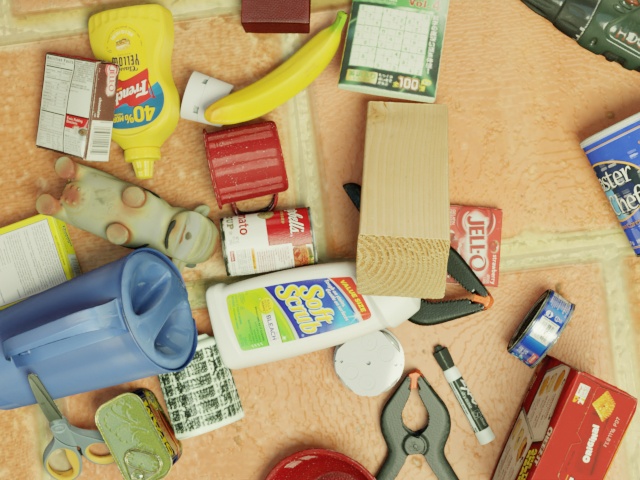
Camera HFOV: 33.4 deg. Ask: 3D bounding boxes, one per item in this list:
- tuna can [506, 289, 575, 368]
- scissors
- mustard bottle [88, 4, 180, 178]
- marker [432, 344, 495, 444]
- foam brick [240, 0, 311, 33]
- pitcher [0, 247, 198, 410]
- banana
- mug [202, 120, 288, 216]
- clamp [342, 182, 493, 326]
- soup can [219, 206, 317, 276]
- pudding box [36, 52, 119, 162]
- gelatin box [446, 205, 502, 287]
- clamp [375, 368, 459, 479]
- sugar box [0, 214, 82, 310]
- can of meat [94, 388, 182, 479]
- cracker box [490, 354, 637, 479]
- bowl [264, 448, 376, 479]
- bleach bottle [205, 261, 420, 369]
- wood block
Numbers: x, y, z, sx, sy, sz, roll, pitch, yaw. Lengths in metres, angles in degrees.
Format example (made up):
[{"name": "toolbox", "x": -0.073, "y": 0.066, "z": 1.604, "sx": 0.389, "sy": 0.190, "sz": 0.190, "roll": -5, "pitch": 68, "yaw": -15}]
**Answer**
[{"name": "tuna can", "x": 0.240, "y": 0.096, "z": 1.167, "sx": 0.034, "sy": 0.086, "sz": 0.086, "roll": 34, "pitch": 91, "yaw": 5}, {"name": "scissors", "x": -0.266, "y": 0.202, "z": 1.166, "sx": 0.096, "sy": 0.202, "sz": 0.016, "roll": -5, "pitch": 47, "yaw": -16}, {"name": "mustard bottle", "x": -0.209, "y": -0.166, "z": 1.214, "sx": 0.096, "sy": 0.058, "sz": 0.191, "roll": -6, "pitch": 89, "yaw": 14}, {"name": "marker", "x": 0.160, "y": 0.173, "z": 1.203, "sx": 0.020, "sy": 0.020, "sz": 0.121, "roll": -28, "pitch": 87, "yaw": 2}, {"name": "foam brick", "x": -0.049, "y": -0.266, "z": 1.211, "sx": 0.078, "sy": 0.051, "sz": 0.053, "roll": 2, "pitch": 88, "yaw": 3}, {"name": "pitcher", "x": -0.268, "y": 0.104, "z": 1.140, "sx": 0.243, "sy": 0.145, "sz": 0.149, "roll": -19, "pitch": 129, "yaw": 23}, {"name": "banana", "x": -0.047, "y": -0.183, "z": 1.195, "sx": 0.197, "sy": 0.069, "sz": 0.037, "roll": -40, "pitch": 59, "yaw": -11}, {"name": "mug", "x": -0.080, "y": -0.077, "z": 1.196, "sx": 0.081, "sy": 0.093, "sz": 0.117, "roll": -12, "pitch": 116, "yaw": -2}, {"name": "clamp", "x": 0.091, "y": 0.028, "z": 1.184, "sx": 0.210, "sy": 0.036, "sz": 0.164, "roll": 10, "pitch": 88, "yaw": 20}, {"name": "soup can", "x": -0.058, "y": 0.001, "z": 1.191, "sx": 0.102, "sy": 0.068, "sz": 0.068, "roll": -7, "pitch": 88, "yaw": -3}, {"name": "pudding box", "x": -0.274, "y": -0.151, "z": 1.201, "sx": 0.090, "sy": 0.039, "sz": 0.113, "roll": 16, "pitch": 100, "yaw": 36}, {"name": "gelatin box", "x": 0.166, "y": 0.006, "z": 1.201, "sx": 0.073, "sy": 0.030, "sz": 0.089, "roll": 5, "pitch": 89, "yaw": 4}, {"name": "clamp", "x": 0.098, "y": 0.234, "z": 1.197, "sx": 0.120, "sy": 0.039, "sz": 0.171, "roll": -10, "pitch": 88, "yaw": 0}, {"name": "sugar box", "x": -0.370, "y": 0.037, "z": 1.227, "sx": 0.176, "sy": 0.048, "sz": 0.093, "roll": -18, "pitch": 88, "yaw": 7}, {"name": "can of meat", "x": -0.200, "y": 0.217, "z": 1.191, "sx": 0.057, "sy": 0.084, "sz": 0.102, "roll": -28, "pitch": 87, "yaw": 2}, {"name": "cracker box", "x": 0.244, "y": 0.212, "z": 1.099, "sx": 0.072, "sy": 0.213, "sz": 0.164, "roll": 24, "pitch": 90, "yaw": 4}, {"name": "bowl", "x": 0.011, "y": 0.305, "z": 1.178, "sx": 0.162, "sy": 0.055, "sz": 0.162, "roll": 0, "pitch": 91, "yaw": 22}, {"name": "bleach bottle", "x": 0.005, "y": 0.064, "z": 1.161, "sx": 0.251, "sy": 0.068, "sz": 0.102, "roll": -18, "pitch": 81, "yaw": 17}, {"name": "wood block", "x": 0.088, "y": -0.046, "z": 1.121, "sx": 0.091, "sy": 0.090, "sz": 0.206, "roll": 2, "pitch": 46, "yaw": 3}]
